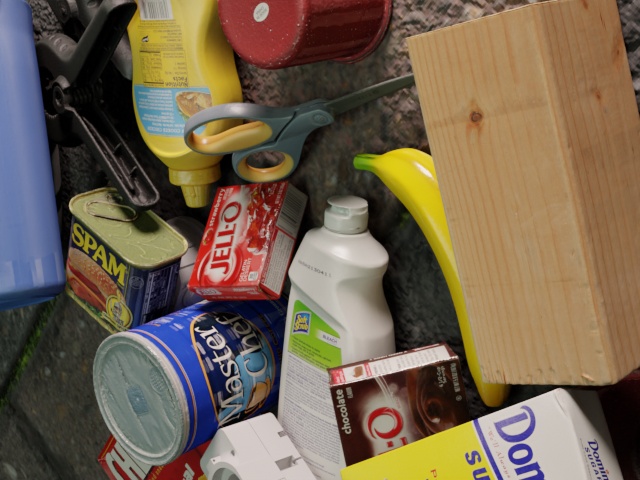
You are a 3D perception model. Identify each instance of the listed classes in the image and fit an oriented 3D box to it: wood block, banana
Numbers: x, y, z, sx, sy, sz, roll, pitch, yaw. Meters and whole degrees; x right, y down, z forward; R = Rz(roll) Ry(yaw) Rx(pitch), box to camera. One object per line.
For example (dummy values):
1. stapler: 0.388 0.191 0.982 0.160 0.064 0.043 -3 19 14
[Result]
1. wood block: 0.130 -0.029 0.615 0.091 0.090 0.206 -6 101 45
2. banana: 0.089 0.014 0.709 0.198 0.037 0.070 64 156 8

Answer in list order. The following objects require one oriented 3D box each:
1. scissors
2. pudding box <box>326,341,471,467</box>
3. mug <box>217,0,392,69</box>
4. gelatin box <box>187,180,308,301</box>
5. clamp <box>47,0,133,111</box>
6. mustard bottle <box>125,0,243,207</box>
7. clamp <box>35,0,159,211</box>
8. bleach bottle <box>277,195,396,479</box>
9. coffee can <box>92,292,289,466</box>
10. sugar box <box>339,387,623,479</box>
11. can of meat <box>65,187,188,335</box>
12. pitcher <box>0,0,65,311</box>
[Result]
1. scissors: 0.001 -0.079 0.759 0.202 0.096 0.016 -6 58 19
2. pudding box: 0.058 0.134 0.735 0.039 0.090 0.113 -112 9 -76
3. mug: -0.021 -0.165 0.712 0.117 0.081 0.093 41 128 25
4. gelatin box: -0.055 0.001 0.802 0.073 0.030 0.089 -3 62 39
5. clamp: -0.204 -0.188 0.906 0.120 0.039 0.171 -31 79 47
6. mustard bottle: -0.103 -0.120 0.821 0.096 0.058 0.192 7 109 33
7. clamp: -0.193 -0.109 0.870 0.210 0.036 0.164 8 109 52
8. bleach bottle: 0.018 0.093 0.782 0.103 0.067 0.251 20 115 38
9. coffee can: -0.089 0.100 0.827 0.103 0.140 0.103 16 115 38
10. sugar box: 0.093 0.158 0.635 0.177 0.048 0.093 -32 60 39
11. can of meat: -0.158 0.020 0.849 0.102 0.057 0.084 37 130 29
12. pitcher: -0.280 -0.064 0.856 0.145 0.149 0.243 -13 85 18
